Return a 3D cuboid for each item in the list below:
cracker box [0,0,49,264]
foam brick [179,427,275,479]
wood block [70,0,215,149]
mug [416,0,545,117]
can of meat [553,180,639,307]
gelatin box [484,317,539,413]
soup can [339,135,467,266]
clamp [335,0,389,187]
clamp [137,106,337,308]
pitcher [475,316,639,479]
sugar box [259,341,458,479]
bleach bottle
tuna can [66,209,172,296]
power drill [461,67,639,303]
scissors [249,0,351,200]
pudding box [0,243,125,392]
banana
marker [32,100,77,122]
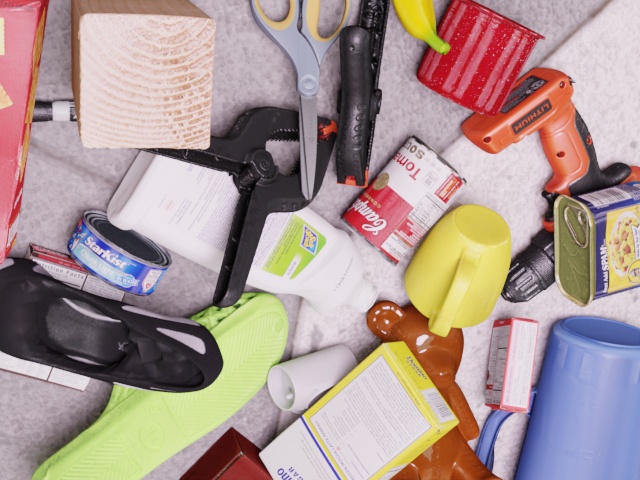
[{"bbox_3d":[-0.310,-0.101,0.832,0.164,0.072,0.214,10,105,-9],"label":"cracker box"},{"bbox_3d":[-0.089,0.230,1.024,0.078,0.053,0.051,-45,113,5],"label":"foam brick"},{"bbox_3d":[-0.140,-0.136,0.800,0.090,0.206,0.091,-1,109,-15],"label":"wood block"},{"bbox_3d":[0.142,-0.160,0.939,0.117,0.093,0.081,3,118,-54],"label":"mug"},{"bbox_3d":[0.265,0.001,0.977,0.083,0.057,0.102,-14,113,-18],"label":"can of meat"},{"bbox_3d":[0.184,0.121,1.030,0.030,0.073,0.089,8,82,-3],"label":"gelatin box"},{"bbox_3d":[0.075,-0.036,0.967,0.068,0.068,0.102,39,95,-23],"label":"soup can"},{"bbox_3d":[0.032,-0.121,0.906,0.039,0.120,0.171,9,111,15],"label":"clamp"},{"bbox_3d":[-0.054,-0.046,0.883,0.209,0.036,0.164,-24,89,-42],"label":"clamp"},{"bbox_3d":[0.255,0.203,1.074,0.149,0.145,0.243,0,105,-28],"label":"pitcher"},{"bbox_3d":[0.032,0.181,0.974,0.176,0.093,0.048,-45,156,26],"label":"sugar box"},{"bbox_3d":[-0.056,0.001,0.946,0.250,0.068,0.102,32,87,-24],"label":"bleach bottle"},{"bbox_3d":[-0.171,0.011,0.909,0.086,0.086,0.034,29,101,-22],"label":"tuna can"},{"bbox_3d":[0.210,-0.052,1.004,0.184,0.057,0.187,-39,116,-4],"label":"power drill"},{"bbox_3d":[-0.028,-0.142,0.896,0.096,0.016,0.202,16,82,-7],"label":"scissors"},{"bbox_3d":[-0.230,0.069,0.939,0.090,0.039,0.113,19,100,-20],"label":"pudding box"},{"bbox_3d":[0.088,-0.256,0.897,0.037,0.070,0.198,-12,106,-53],"label":"banana"},{"bbox_3d":[-0.192,-0.109,0.898,0.121,0.020,0.020,-2,109,-14],"label":"marker"}]
